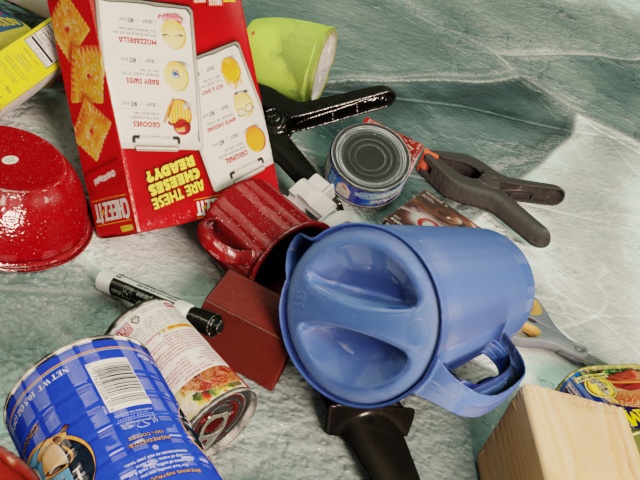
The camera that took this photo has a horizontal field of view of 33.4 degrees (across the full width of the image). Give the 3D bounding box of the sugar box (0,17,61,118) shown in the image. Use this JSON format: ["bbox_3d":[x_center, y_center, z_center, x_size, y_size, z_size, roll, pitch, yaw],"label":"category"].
[{"bbox_3d":[-0.252,-0.161,0.948,0.048,0.094,0.176,50,53,-14],"label":"sugar box"}]

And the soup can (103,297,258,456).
[{"bbox_3d":[-0.102,0.097,0.755,0.068,0.069,0.102,-16,49,-45],"label":"soup can"}]

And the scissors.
[{"bbox_3d":[0.236,0.093,1.021,0.201,0.016,0.096,21,33,-5],"label":"scissors"}]

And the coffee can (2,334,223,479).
[{"bbox_3d":[-0.120,0.142,0.647,0.102,0.103,0.140,-5,43,-37],"label":"coffee can"}]

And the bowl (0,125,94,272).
[{"bbox_3d":[-0.258,-0.046,0.869,0.162,0.055,0.162,16,34,-12],"label":"bowl"}]

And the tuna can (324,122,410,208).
[{"bbox_3d":[0.049,-0.078,1.094,0.086,0.034,0.086,5,61,-9],"label":"tuna can"}]

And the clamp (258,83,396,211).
[{"bbox_3d":[-0.036,-0.118,1.078,0.210,0.036,0.164,21,59,19],"label":"clamp"}]

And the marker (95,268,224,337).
[{"bbox_3d":[-0.123,0.048,0.819,0.121,0.020,0.020,19,28,30],"label":"marker"}]

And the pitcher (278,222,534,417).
[{"bbox_3d":[0.090,0.055,0.851,0.145,0.149,0.242,-9,-2,31],"label":"pitcher"}]

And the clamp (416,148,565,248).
[{"bbox_3d":[0.187,-0.050,1.170,0.171,0.039,0.120,18,29,1],"label":"clamp"}]

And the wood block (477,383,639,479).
[{"bbox_3d":[0.180,0.211,0.750,0.090,0.091,0.206,16,34,-12],"label":"wood block"}]

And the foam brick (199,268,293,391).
[{"bbox_3d":[-0.055,0.069,0.837,0.078,0.053,0.051,28,33,5],"label":"foam brick"}]

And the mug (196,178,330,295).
[{"bbox_3d":[-0.056,0.001,0.897,0.117,0.093,0.082,-3,36,-49],"label":"mug"}]

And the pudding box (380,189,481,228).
[{"bbox_3d":[0.121,0.006,1.048,0.113,0.039,0.089,35,35,16],"label":"pudding box"}]

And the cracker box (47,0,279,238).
[{"bbox_3d":[-0.134,-0.121,0.929,0.163,0.214,0.072,-15,5,-44],"label":"cracker box"}]
